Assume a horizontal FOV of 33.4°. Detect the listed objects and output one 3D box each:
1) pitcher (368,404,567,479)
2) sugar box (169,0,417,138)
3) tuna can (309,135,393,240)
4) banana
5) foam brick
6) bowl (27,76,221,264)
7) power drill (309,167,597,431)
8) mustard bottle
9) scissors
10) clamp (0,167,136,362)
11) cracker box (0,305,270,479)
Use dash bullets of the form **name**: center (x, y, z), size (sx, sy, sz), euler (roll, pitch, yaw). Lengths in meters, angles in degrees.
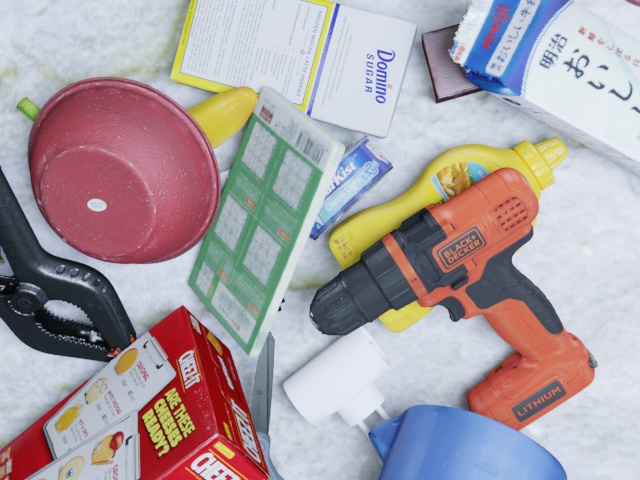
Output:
- **pitcher**: center (0.086, 0.252, 0.749), size (0.145, 0.149, 0.242), euler (39, 61, -25)
- **sugar box**: center (-0.020, -0.146, 0.838), size (0.176, 0.048, 0.093), euler (16, 96, 1)
- **tuna can**: center (0.015, -0.039, 0.819), size (0.086, 0.086, 0.034), euler (-43, 90, 5)
- **banana**: center (-0.140, -0.084, 0.840), size (0.198, 0.069, 0.037), euler (-2, 54, 12)
- **foam brick**: center (0.120, -0.141, 0.821), size (0.078, 0.053, 0.051), euler (-15, 91, 7)
- **bowl**: center (-0.161, -0.040, 0.818), size (0.162, 0.055, 0.162), euler (6, 119, 11)
- **power drill**: center (0.107, 0.061, 0.791), size (0.184, 0.057, 0.187), euler (-32, 116, 5)
- **mustard bottle**: center (0.107, -0.018, 0.824), size (0.192, 0.058, 0.096), euler (-35, 96, 6)
- **scissors**: center (-0.033, 0.173, 0.845), size (0.096, 0.016, 0.202), euler (21, 109, -5)
- **clamp**: center (-0.236, 0.040, 0.829), size (0.165, 0.036, 0.209), euler (-32, 123, 25)
- **cracker box**: center (-0.151, 0.174, 0.802), size (0.214, 0.164, 0.072), euler (-38, 123, 7)
